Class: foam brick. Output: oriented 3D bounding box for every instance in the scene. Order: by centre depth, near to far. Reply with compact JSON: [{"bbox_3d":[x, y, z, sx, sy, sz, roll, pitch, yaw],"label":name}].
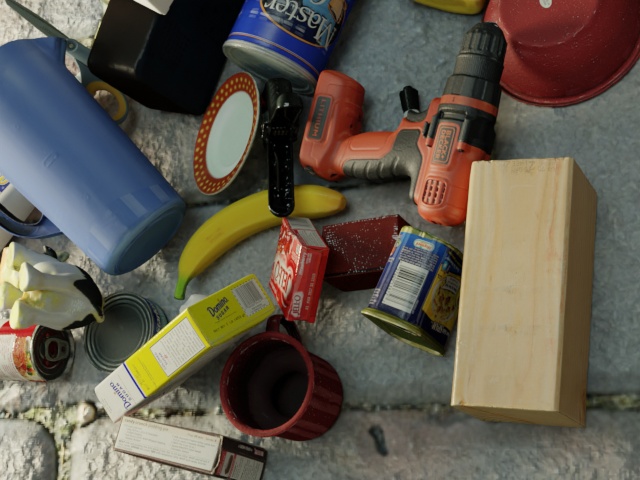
[{"bbox_3d":[0.045,0.013,0.983,0.078,0.053,0.051,-9,69,22],"label":"foam brick"}]

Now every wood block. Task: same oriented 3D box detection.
[{"bbox_3d":[0.171,0.044,0.887,0.090,0.090,0.206,-1,73,27],"label":"wood block"}]

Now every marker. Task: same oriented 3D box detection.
[{"bbox_3d":[0.091,-0.093,1.015,0.020,0.020,0.121,-15,67,21],"label":"marker"}]

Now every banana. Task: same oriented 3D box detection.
[{"bbox_3d":[-0.067,-0.012,1.056,0.198,0.037,0.070,-30,65,13],"label":"banana"}]

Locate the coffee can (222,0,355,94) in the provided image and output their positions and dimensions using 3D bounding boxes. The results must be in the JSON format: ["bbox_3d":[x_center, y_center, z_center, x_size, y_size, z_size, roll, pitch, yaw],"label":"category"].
[{"bbox_3d":[-0.024,-0.232,1.070,0.103,0.102,0.140,20,82,30],"label":"coffee can"}]

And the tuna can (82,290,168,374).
[{"bbox_3d":[-0.197,0.096,1.084,0.086,0.033,0.086,-9,69,24],"label":"tuna can"}]

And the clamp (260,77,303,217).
[{"bbox_3d":[-0.040,-0.098,1.032,0.039,0.171,0.120,8,109,-8],"label":"clamp"}]

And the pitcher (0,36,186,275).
[{"bbox_3d":[-0.261,-0.074,1.091,0.243,0.149,0.144,45,51,10],"label":"pitcher"}]

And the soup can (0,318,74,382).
[{"bbox_3d":[-0.319,0.115,1.119,0.102,0.068,0.068,-4,71,26],"label":"soup can"}]

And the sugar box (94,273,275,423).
[{"bbox_3d":[-0.126,0.100,0.972,0.177,0.093,0.048,-36,84,40],"label":"sugar box"}]

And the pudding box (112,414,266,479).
[{"bbox_3d":[-0.119,0.193,0.980,0.114,0.090,0.039,4,74,27],"label":"pudding box"}]

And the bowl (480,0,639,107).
[{"bbox_3d":[0.214,-0.206,0.972,0.162,0.055,0.162,-9,69,24],"label":"bowl"}]

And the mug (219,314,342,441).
[{"bbox_3d":[-0.032,0.125,0.965,0.093,0.081,0.117,-14,68,22],"label":"mug"}]

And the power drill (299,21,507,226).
[{"bbox_3d":[0.076,-0.114,0.981,0.188,0.057,0.184,12,85,41],"label":"power drill"}]

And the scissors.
[{"bbox_3d":[-0.276,-0.193,1.176,0.202,0.016,0.096,22,75,1],"label":"scissors"}]

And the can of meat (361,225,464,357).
[{"bbox_3d":[0.088,0.044,0.923,0.058,0.102,0.084,20,80,29],"label":"can of meat"}]

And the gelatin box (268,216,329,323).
[{"bbox_3d":[-0.021,0.025,0.983,0.089,0.030,0.073,-122,42,-66],"label":"gelatin box"}]
